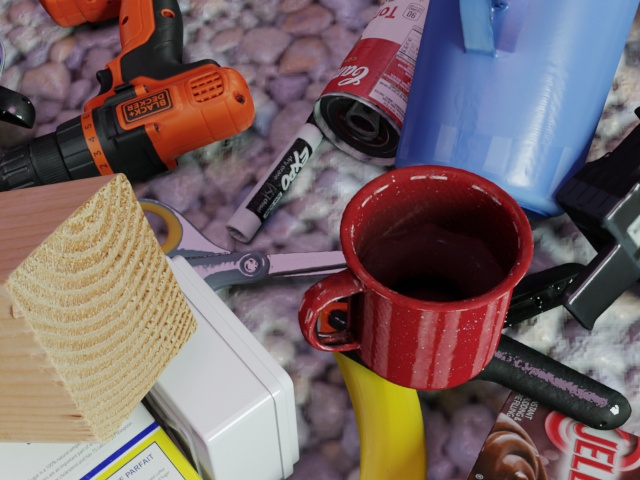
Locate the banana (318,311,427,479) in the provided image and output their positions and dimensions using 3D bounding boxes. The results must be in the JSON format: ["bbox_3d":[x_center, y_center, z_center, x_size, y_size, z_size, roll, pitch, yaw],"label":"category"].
[{"bbox_3d":[0.026,0.107,0.592,0.069,0.037,0.197,14,50,-11],"label":"banana"}]

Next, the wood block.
[{"bbox_3d":[-0.178,0.038,0.522,0.206,0.091,0.090,-6,30,31],"label":"wood block"}]

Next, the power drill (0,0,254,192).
[{"bbox_3d":[-0.152,-0.122,0.752,0.184,0.057,0.188,-19,61,0],"label":"power drill"}]

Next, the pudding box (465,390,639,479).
[{"bbox_3d":[0.123,0.133,0.546,0.090,0.039,0.113,18,34,18],"label":"pudding box"}]

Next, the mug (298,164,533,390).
[{"bbox_3d":[0.044,0.026,0.538,0.117,0.081,0.093,-20,53,-16],"label":"mug"}]

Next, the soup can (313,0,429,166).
[{"bbox_3d":[0.049,-0.109,0.707,0.069,0.068,0.102,23,65,20],"label":"soup can"}]

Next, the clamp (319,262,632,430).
[{"bbox_3d":[0.088,0.046,0.606,0.171,0.039,0.120,12,34,3],"label":"clamp"}]

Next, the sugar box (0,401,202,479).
[{"bbox_3d":[-0.107,0.145,0.555,0.093,0.048,0.176,-36,80,-26],"label":"sugar box"}]

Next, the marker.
[{"bbox_3d":[-0.022,-0.050,0.711,0.020,0.020,0.121,27,67,21],"label":"marker"}]

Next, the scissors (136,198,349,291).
[{"bbox_3d":[-0.054,0.001,0.671,0.202,0.016,0.096,-19,76,4],"label":"scissors"}]

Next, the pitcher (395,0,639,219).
[{"bbox_3d":[0.121,-0.142,0.631,0.149,0.145,0.243,16,89,-19],"label":"pitcher"}]
